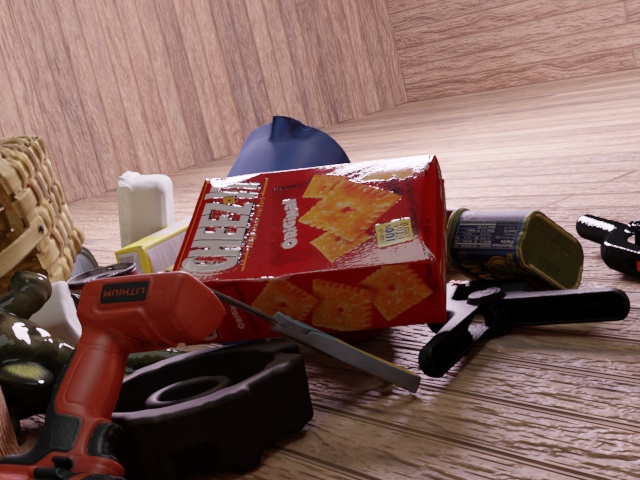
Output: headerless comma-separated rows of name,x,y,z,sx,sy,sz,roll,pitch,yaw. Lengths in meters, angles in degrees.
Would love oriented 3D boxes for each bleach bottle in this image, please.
bleach bottle,-0.357,0.121,1.100,0.251,0.102,0.068,-19,54,8

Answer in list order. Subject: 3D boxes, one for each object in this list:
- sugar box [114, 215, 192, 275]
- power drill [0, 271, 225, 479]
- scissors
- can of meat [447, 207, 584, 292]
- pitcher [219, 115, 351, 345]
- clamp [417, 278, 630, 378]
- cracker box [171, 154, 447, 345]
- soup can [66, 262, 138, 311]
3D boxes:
sugar box,-0.176,0.031,1.304,0.048,0.093,0.176,-9,10,24
power drill,-0.126,0.109,0.662,0.185,0.057,0.187,-5,48,34
scissors,-0.019,0.068,0.805,0.202,0.016,0.096,24,-5,5
can of meat,0.174,0.010,0.950,0.084,0.057,0.102,1,-22,47
pitcher,-0.057,0.001,1.097,0.145,0.149,0.242,-38,17,40
clamp,0.149,0.057,0.872,0.164,0.036,0.210,-15,7,1
cracker box,-0.004,0.003,0.885,0.214,0.072,0.164,-5,34,11
soup can,-0.200,0.079,1.040,0.068,0.102,0.068,-13,10,2
